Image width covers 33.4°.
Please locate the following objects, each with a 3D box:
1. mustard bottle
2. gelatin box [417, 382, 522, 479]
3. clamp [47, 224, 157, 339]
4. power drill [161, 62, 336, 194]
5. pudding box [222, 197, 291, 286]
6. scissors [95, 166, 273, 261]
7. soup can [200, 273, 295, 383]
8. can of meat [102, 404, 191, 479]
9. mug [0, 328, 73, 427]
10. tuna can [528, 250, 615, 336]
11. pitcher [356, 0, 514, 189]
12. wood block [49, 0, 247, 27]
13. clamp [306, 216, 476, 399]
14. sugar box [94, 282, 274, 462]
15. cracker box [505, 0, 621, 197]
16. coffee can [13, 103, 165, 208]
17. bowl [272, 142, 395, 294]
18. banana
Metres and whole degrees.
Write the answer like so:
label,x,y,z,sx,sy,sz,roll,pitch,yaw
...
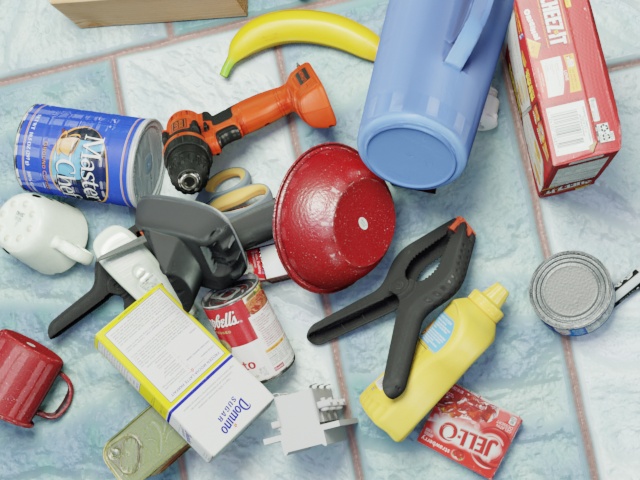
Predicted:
label,x,y,z,sx,sy,sz,roll,pitch,yaw
mustard bottle,0.125,0.119,1.112,0.058,0.096,0.191,42,92,-9
gelatin box,0.158,0.200,1.131,0.089,0.030,0.073,27,90,12
clamp,-0.218,0.063,1.209,0.120,0.039,0.171,30,88,-2
power drill,-0.081,-0.121,1.142,0.187,0.184,0.057,-21,117,1
pudding box,-0.058,0.002,1.186,0.113,0.039,0.090,-14,81,6
scissors,-0.152,-0.033,1.180,0.202,0.016,0.096,-16,38,1
soup can,-0.077,0.096,1.147,0.068,0.068,0.102,-22,109,7
can of meat,-0.176,0.216,1.163,0.102,0.084,0.057,-41,80,4
mug,-0.333,0.158,1.202,0.117,0.093,0.081,31,85,-19
tuna can,0.263,0.056,1.112,0.086,0.033,0.086,-8,67,20
pitcher,0.117,-0.178,1.063,0.145,0.149,0.242,-1,52,25
wood block,-0.192,-0.304,1.212,0.206,0.090,0.090,-2,83,10
clamp,0.094,0.065,1.119,0.210,0.036,0.165,-45,36,-3
sugar box,-0.142,0.137,1.112,0.176,0.048,0.093,45,65,7
cracker box,0.236,-0.142,1.056,0.072,0.213,0.164,-12,83,7
coffee can,-0.256,-0.095,1.198,0.140,0.102,0.103,9,86,11
bowl,0.028,-0.021,1.109,0.055,0.161,0.162,8,85,47
banana,-0.019,-0.227,1.204,0.198,0.037,0.069,-4,102,11
